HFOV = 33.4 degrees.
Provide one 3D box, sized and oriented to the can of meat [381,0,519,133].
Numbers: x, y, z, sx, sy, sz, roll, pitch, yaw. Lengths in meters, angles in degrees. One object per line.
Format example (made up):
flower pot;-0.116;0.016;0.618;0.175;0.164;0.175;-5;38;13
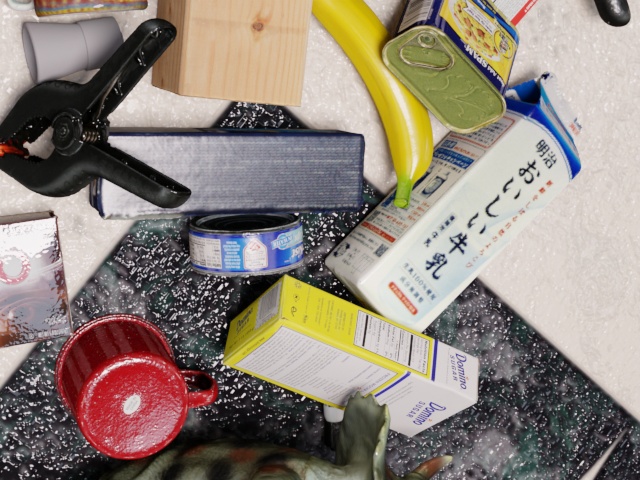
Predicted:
can of meat;0.103;-0.147;0.814;0.102;0.058;0.084;41;49;-25

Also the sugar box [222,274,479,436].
sugar box;0.024;0.092;0.820;0.176;0.093;0.048;23;53;-22

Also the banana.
banana;0.043;-0.126;0.815;0.198;0.037;0.069;63;33;-14

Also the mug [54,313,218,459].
mug;-0.133;0.111;0.792;0.117;0.082;0.093;6;100;-22

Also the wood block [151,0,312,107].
wood block;-0.057;-0.203;0.742;0.090;0.090;0.206;2;101;-22

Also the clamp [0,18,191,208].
clamp;-0.152;-0.063;0.705;0.039;0.172;0.120;10;66;-54

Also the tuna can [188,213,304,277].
tuna can;-0.055;0.001;0.794;0.086;0.086;0.034;-6;103;-19

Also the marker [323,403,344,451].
marker;0.010;0.117;0.881;0.020;0.020;0.121;-8;105;-19

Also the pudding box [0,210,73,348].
pudding box;-0.238;0.031;0.757;0.113;0.039;0.090;-10;105;-18
